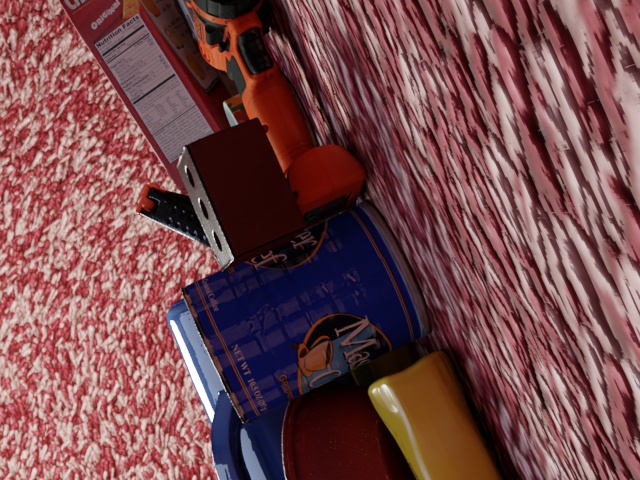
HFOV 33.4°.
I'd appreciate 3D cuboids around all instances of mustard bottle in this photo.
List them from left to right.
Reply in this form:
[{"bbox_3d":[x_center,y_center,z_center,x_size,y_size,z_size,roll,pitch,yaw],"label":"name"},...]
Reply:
[{"bbox_3d":[0.097,0.168,0.687,0.191,0.058,0.096,63,177,8],"label":"mustard bottle"}]

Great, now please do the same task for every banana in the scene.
[{"bbox_3d":[0.073,0.132,0.845,0.070,0.037,0.198,-128,14,-74],"label":"banana"}]

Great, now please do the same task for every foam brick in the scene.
[{"bbox_3d":[-0.051,-0.029,0.668,0.078,0.051,0.053,66,165,4],"label":"foam brick"}]

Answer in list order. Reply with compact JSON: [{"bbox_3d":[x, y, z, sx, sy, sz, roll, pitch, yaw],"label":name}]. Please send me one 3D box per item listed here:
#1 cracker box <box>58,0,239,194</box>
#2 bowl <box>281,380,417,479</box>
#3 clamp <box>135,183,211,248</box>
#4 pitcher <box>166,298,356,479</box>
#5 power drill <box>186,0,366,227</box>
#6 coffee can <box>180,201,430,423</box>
[{"bbox_3d":[-0.131,-0.152,0.959,0.213,0.072,0.164,57,-164,-2],"label":"cracker box"},{"bbox_3d":[0.044,0.164,0.747,0.162,0.055,0.162,41,-147,-36],"label":"bowl"},{"bbox_3d":[-0.056,0.001,0.931,0.209,0.036,0.165,19,-171,-25],"label":"clamp"},{"bbox_3d":[-0.029,0.142,0.836,0.243,0.145,0.149,64,166,-2],"label":"pitcher"},{"bbox_3d":[-0.033,-0.107,0.712,0.184,0.057,0.188,101,146,-78],"label":"power drill"},{"bbox_3d":[-0.010,0.048,0.728,0.103,0.140,0.103,155,89,-85],"label":"coffee can"}]
